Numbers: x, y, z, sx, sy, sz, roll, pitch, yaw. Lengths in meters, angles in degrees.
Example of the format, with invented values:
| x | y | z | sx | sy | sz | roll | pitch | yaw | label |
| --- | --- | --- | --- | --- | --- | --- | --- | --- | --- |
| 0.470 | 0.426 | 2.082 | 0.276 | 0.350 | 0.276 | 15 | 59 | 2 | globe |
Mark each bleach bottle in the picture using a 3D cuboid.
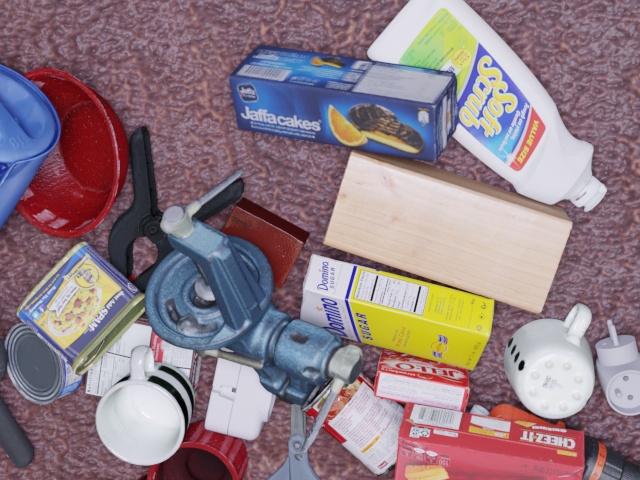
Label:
| x | y | z | sx | sy | sz | roll | pitch | yaw | label |
| --- | --- | --- | --- | --- | --- | --- | --- | --- | --- |
| 0.166 | -0.125 | 0.977 | 0.251 | 0.068 | 0.103 | 41 | 106 | -4 | bleach bottle |

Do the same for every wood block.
| x | y | z | sx | sy | sz | roll | pitch | yaw | label |
| --- | --- | --- | --- | --- | --- | --- | --- | --- | --- |
| 0.117 | -0.014 | 0.990 | 0.206 | 0.090 | 0.090 | 18 | 103 | 3 | wood block |

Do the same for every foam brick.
| x | y | z | sx | sy | sz | roll | pitch | yaw | label |
| --- | --- | --- | --- | --- | --- | --- | --- | --- | --- |
| -0.057 | 0.001 | 1.035 | 0.078 | 0.051 | 0.053 | 30 | 102 | 0 | foam brick |

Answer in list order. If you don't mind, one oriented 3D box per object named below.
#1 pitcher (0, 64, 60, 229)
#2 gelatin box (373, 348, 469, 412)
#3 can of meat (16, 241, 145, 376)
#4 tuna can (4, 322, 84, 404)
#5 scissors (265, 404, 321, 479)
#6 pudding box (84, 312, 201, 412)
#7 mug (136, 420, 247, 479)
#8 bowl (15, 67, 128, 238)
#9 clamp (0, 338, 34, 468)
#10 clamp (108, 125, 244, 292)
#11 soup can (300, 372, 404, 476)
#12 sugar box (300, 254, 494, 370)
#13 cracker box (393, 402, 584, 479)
| x | y | z | sx | sy | sz | roll | pitch | yaw | label |
| --- | --- | --- | --- | --- | --- | --- | --- | --- | --- |
| -0.352 | -0.052 | 1.004 | 0.145 | 0.149 | 0.243 | 40 | 124 | 1 | pitcher |
| 0.098 | 0.134 | 1.030 | 0.089 | 0.073 | 0.030 | 10 | 102 | 5 | gelatin box |
| -0.228 | 0.064 | 1.025 | 0.084 | 0.057 | 0.102 | 41 | 81 | 6 | can of meat |
| -0.278 | 0.120 | 1.078 | 0.086 | 0.033 | 0.086 | 10 | 108 | 33 | tuna can |
| -0.040 | 0.219 | 1.094 | 0.096 | 0.016 | 0.202 | -14 | 99 | 10 | scissors |
| -0.178 | 0.121 | 1.081 | 0.113 | 0.039 | 0.090 | 11 | 104 | 7 | pudding box |
| -0.130 | 0.235 | 1.075 | 0.117 | 0.081 | 0.093 | -17 | 99 | 10 | mug |
| -0.237 | -0.086 | 1.022 | 0.162 | 0.055 | 0.162 | 9 | 107 | 31 | bowl |
| -0.353 | 0.141 | 1.077 | 0.164 | 0.036 | 0.210 | 23 | 126 | 0 | clamp |
| -0.166 | -0.024 | 1.050 | 0.120 | 0.039 | 0.171 | 38 | 104 | 4 | clamp |
| 0.040 | 0.173 | 1.048 | 0.102 | 0.068 | 0.068 | 42 | 103 | -3 | soup can |
| 0.070 | 0.070 | 1.010 | 0.176 | 0.093 | 0.048 | 11 | 62 | 4 | sugar box |
| 0.145 | 0.267 | 0.979 | 0.164 | 0.072 | 0.214 | 8 | 112 | 11 | cracker box |
